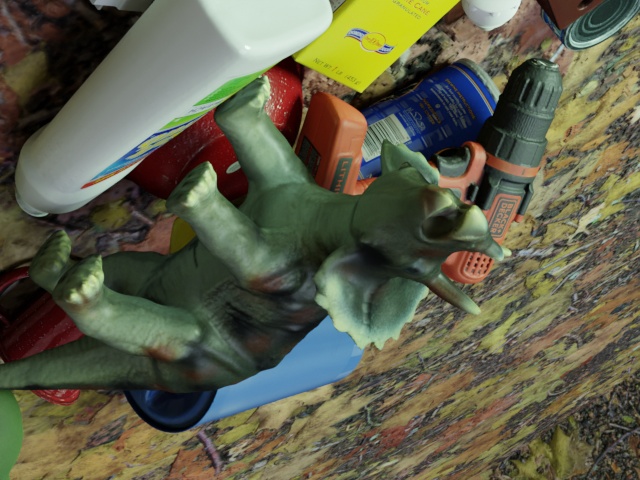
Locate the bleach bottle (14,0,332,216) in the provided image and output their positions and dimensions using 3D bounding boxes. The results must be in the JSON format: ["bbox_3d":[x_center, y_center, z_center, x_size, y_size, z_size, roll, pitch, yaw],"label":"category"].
[{"bbox_3d":[-0.109,-0.082,0.646,0.251,0.068,0.102,-32,-177,41],"label":"bleach bottle"}]

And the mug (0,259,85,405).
[{"bbox_3d":[-0.205,0.062,0.841,0.081,0.093,0.117,-41,118,11],"label":"mug"}]

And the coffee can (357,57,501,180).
[{"bbox_3d":[0.077,-0.072,0.868,0.140,0.103,0.103,-27,156,-7],"label":"coffee can"}]

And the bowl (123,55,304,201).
[{"bbox_3d":[-0.071,-0.073,0.753,0.162,0.055,0.162,-25,156,-12],"label":"bowl"}]

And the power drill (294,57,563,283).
[{"bbox_3d":[0.076,-0.056,0.776,0.187,0.057,0.184,6,116,-26],"label":"power drill"}]

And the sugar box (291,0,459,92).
[{"bbox_3d":[0.059,-0.180,0.708,0.176,0.048,0.093,-39,155,22],"label":"sugar box"}]

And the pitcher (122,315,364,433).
[{"bbox_3d":[-0.074,0.098,1.017,0.242,0.149,0.145,-2,122,-53],"label":"pitcher"}]
